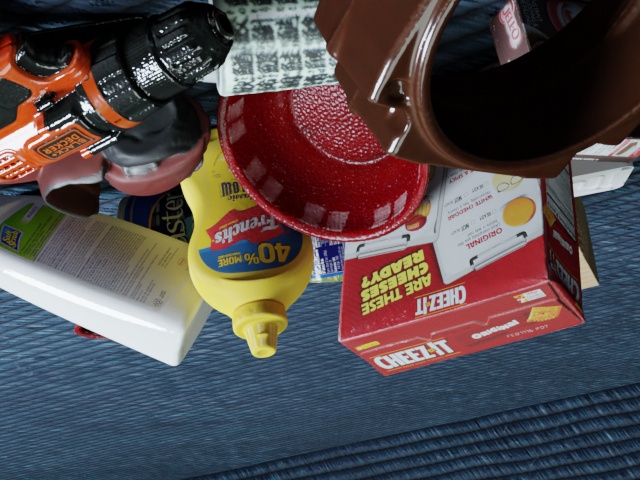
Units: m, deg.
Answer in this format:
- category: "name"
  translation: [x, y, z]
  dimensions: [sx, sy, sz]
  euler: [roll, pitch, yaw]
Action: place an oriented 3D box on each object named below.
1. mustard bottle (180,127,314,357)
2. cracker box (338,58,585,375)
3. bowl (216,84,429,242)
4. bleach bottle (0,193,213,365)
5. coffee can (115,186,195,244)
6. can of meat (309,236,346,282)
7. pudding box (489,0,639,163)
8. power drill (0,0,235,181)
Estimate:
- category: "mustard bottle"
  translation: [-0.055, 0.001, 0.824]
  dimensions: [0.096, 0.191, 0.058]
  euler: [-7, 150, -6]
- category: "cracker box"
  translation: [0.103, -0.022, 0.793]
  dimensions: [0.164, 0.213, 0.072]
  euler: [-20, 139, 30]
- category: "bowl"
  translation: [0.009, -0.079, 0.764]
  dimensions: [0.162, 0.055, 0.162]
  euler: [15, 131, 18]
- category: "bleach bottle"
  translation: [-0.208, 0.008, 0.862]
  dimensions: [0.251, 0.102, 0.068]
  euler: [23, 137, 5]
- category: "coffee can"
  translation: [-0.097, -0.002, 0.946]
  dimensions: [0.140, 0.103, 0.102]
  euler: [-11, 162, 7]
- category: "can of meat"
  translation: [0.006, -0.015, 0.924]
  dimensions: [0.057, 0.084, 0.102]
  euler: [-10, -169, 1]
- category: "pudding box"
  translation: [0.172, -0.110, 0.727]
  dimensions: [0.089, 0.113, 0.039]
  euler: [0, 157, -26]
- category: "power drill"
  translation: [-0.163, -0.104, 0.551]
  dimensions: [0.185, 0.057, 0.187]
  euler: [-24, 148, 26]
